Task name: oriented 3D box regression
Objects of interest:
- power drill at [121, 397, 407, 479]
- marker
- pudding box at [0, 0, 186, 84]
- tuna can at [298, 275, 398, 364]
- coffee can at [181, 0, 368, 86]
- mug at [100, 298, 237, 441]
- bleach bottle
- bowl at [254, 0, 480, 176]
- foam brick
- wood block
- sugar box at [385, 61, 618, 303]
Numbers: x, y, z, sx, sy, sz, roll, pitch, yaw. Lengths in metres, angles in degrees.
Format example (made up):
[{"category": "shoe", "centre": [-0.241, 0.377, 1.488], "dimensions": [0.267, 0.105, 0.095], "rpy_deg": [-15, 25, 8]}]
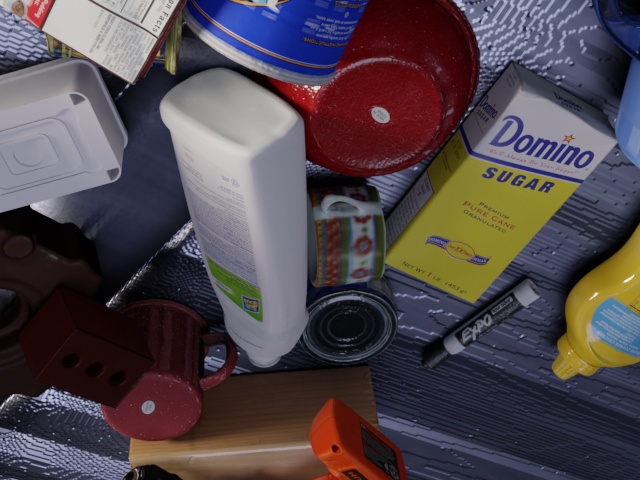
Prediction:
[{"category": "power drill", "centre": [-0.039, 0.200, 0.853], "dimensions": [0.188, 0.057, 0.184], "rpy_deg": [-33, 127, 22]}, {"category": "marker", "centre": [0.134, 0.074, 0.909], "dimensions": [0.121, 0.020, 0.020], "rpy_deg": [-39, 122, 23]}, {"category": "pudding box", "centre": [-0.132, -0.156, 0.612], "dimensions": [0.113, 0.039, 0.090], "rpy_deg": [29, 126, -14]}, {"category": "tuna can", "centre": [0.021, 0.062, 0.879], "dimensions": [0.086, 0.034, 0.086], "rpy_deg": [-3, 129, -3]}, {"category": "coffee can", "centre": [-0.009, -0.178, 0.631], "dimensions": [0.102, 0.103, 0.140], "rpy_deg": [18, 117, -19]}, {"category": "mug", "centre": [-0.124, 0.106, 0.869], "dimensions": [0.117, 0.081, 0.093], "rpy_deg": [-11, 128, 4]}, {"category": "bleach bottle", "centre": [-0.055, 0.001, 0.796], "dimensions": [0.068, 0.103, 0.251], "rpy_deg": [-36, 144, -30]}, {"category": "bowl", "centre": [0.036, -0.100, 0.739], "dimensions": [0.162, 0.055, 0.162], "rpy_deg": [-3, 129, -4]}, {"category": "foam brick", "centre": [-0.173, 0.080, 0.791], "dimensions": [0.078, 0.051, 0.053], "rpy_deg": [30, 108, -42]}, {"category": "wood block", "centre": [-0.054, 0.176, 0.926], "dimensions": [0.206, 0.091, 0.090], "rpy_deg": [-4, 128, -2]}, {"category": "sugar box", "centre": [0.130, -0.039, 0.802], "dimensions": [0.093, 0.048, 0.176], "rpy_deg": [23, 124, -23]}]
